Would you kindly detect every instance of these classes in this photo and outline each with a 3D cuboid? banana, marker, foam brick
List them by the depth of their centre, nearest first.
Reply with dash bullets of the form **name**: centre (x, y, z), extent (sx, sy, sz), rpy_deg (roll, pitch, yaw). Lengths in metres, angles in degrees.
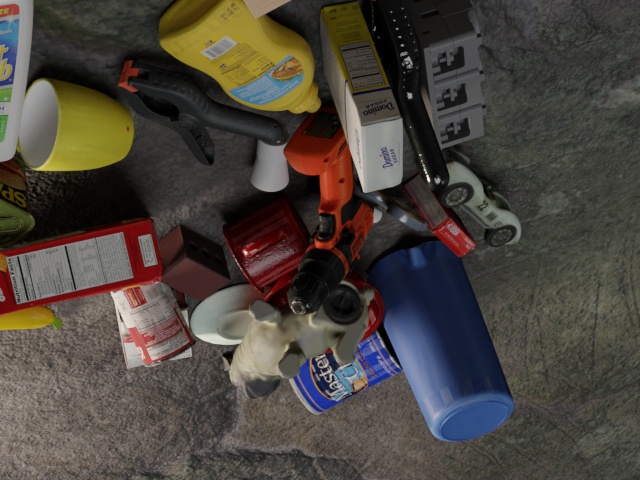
- **banana**: centre (-0.405, 0.098, 1.264), extent (0.197, 0.037, 0.070), rpy_deg (-3, 139, -18)
- **foam brick**: centre (-0.153, 0.028, 1.268), extent (0.051, 0.053, 0.078), rpy_deg (-37, 139, 21)
- **marker**: centre (0.028, -0.049, 1.275), extent (0.120, 0.020, 0.020), rpy_deg (25, 125, -41)

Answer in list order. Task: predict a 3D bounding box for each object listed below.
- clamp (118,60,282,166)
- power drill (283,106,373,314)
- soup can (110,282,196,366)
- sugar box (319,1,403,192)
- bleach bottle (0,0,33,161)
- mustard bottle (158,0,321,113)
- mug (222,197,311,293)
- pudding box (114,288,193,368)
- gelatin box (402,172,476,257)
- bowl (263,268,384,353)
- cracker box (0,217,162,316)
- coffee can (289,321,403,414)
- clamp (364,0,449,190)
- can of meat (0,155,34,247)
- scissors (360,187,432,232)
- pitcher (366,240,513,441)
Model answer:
- **clamp**: centre (-0.124, -0.130, 1.077), extent (0.120, 0.039, 0.171), rpy_deg (-15, 149, 32)
- **power drill**: centre (0.004, -0.035, 1.159), extent (0.057, 0.184, 0.188), rpy_deg (10, 131, 19)
- **soup can**: centre (-0.200, 0.090, 1.273), extent (0.068, 0.068, 0.102), rpy_deg (-23, 98, 6)
- **sugar box**: centre (0.040, -0.142, 1.040), extent (0.048, 0.176, 0.093), rpy_deg (-13, 141, -6)
- **bleach bottle**: centre (-0.309, -0.181, 0.946), extent (0.102, 0.068, 0.251), rpy_deg (0, 136, -22)
- **mustard bottle**: centre (-0.062, -0.177, 1.050), extent (0.096, 0.058, 0.191), rpy_deg (-27, 142, 27)
- **mug**: centre (-0.058, 0.002, 1.236), extent (0.081, 0.093, 0.117), rpy_deg (-30, 174, 6)
- **pudding box**: centre (-0.210, 0.113, 1.361), extent (0.090, 0.039, 0.113), rpy_deg (-10, 143, -11)
- **gelatin box**: centre (0.144, -0.030, 1.286), extent (0.030, 0.089, 0.073), rpy_deg (-39, 138, 11)
- **bowl**: centre (-0.001, 0.077, 1.375), extent (0.162, 0.055, 0.162), rpy_deg (-3, 137, -3)
- **cracker box**: centre (-0.276, 0.030, 1.139), extent (0.213, 0.072, 0.164), rpy_deg (-13, -176, -8)
- **coffee can**: centre (0.034, 0.163, 1.467), extent (0.140, 0.103, 0.102), rpy_deg (-29, 141, 12)
- **clamp**: centre (0.074, -0.169, 1.086), extent (0.036, 0.165, 0.210), rpy_deg (-21, 119, -11)
- **can of meat**: centre (-0.341, -0.053, 1.069), extent (0.057, 0.084, 0.102), rpy_deg (-36, 139, 21)
- **scissors**: centre (0.105, -0.033, 1.315), extent (0.016, 0.096, 0.201), rpy_deg (-55, 165, 6)
- **pitcher**: centre (0.157, 0.135, 1.368), extent (0.149, 0.243, 0.145), rpy_deg (17, 131, -37)
